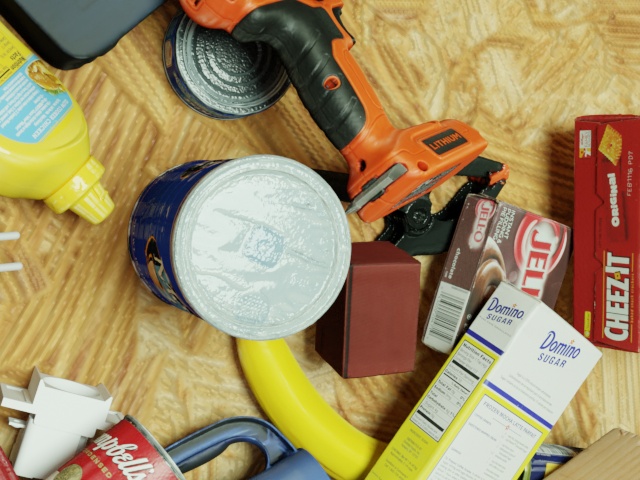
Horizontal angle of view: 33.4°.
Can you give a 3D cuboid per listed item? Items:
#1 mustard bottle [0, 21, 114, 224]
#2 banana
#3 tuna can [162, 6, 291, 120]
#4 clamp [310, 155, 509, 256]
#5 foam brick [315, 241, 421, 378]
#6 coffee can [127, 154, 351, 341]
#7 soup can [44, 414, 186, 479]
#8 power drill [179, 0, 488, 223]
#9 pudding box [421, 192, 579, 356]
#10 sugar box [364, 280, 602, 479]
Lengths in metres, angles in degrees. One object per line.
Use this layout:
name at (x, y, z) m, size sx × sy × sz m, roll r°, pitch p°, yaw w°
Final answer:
mustard bottle at (-0.193, -0.082, 0.623) m, size 0.058 × 0.096 × 0.191 m, roll -34°, pitch 109°, yaw 27°
banana at (0.008, 0.123, 0.736) m, size 0.197 × 0.037 × 0.069 m, roll 36°, pitch 58°, yaw -20°
tuna can at (-0.058, -0.122, 0.698) m, size 0.086 × 0.034 × 0.086 m, roll -1°, pitch 93°, yaw -20°
clamp at (0.057, -0.009, 0.744) m, size 0.171 × 0.039 × 0.120 m, roll -15°, pitch 115°, yaw -20°
foam brick at (0.030, 0.044, 0.697) m, size 0.051 × 0.053 × 0.078 m, roll -4°, pitch 107°, yaw -21°
coffee can at (-0.054, 0.001, 0.649) m, size 0.102 × 0.140 × 0.103 m, roll -1°, pitch 93°, yaw -20°
soup can at (-0.132, 0.159, 0.619) m, size 0.102 × 0.069 × 0.068 m, roll -37°, pitch 104°, yaw -21°
power drill at (0.019, -0.112, 0.658) m, size 0.188 × 0.057 × 0.184 m, roll 53°, pitch 39°, yaw 6°
pudding box at (0.127, 0.032, 0.754) m, size 0.089 × 0.039 × 0.113 m, roll 16°, pitch 95°, yaw -38°
sugar box at (0.108, 0.123, 0.722) m, size 0.093 × 0.048 × 0.176 m, roll 37°, pitch 86°, yaw -41°
